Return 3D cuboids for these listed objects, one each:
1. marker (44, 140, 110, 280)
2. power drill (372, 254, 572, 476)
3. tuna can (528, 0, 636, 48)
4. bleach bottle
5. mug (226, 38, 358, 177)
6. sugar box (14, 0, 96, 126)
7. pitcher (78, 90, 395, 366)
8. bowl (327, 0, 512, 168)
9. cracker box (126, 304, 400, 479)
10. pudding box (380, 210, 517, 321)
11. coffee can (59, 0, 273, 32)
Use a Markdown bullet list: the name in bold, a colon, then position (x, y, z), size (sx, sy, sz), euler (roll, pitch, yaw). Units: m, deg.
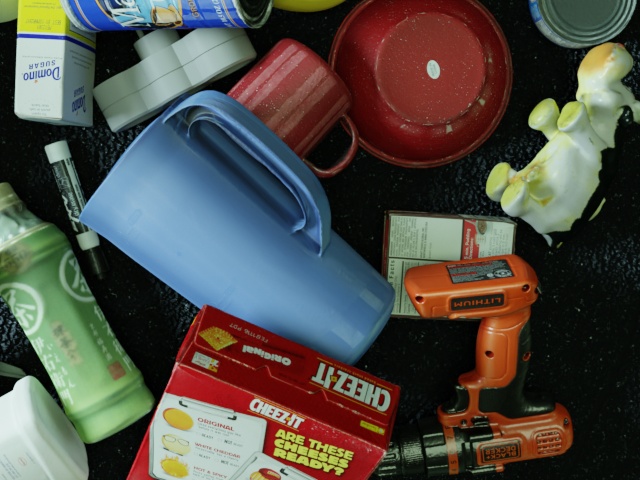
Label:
- **marker**: position (-0.204, -0.024, 0.901), size (0.020, 0.020, 0.121), euler (-18, 95, -2)
- **power drill**: position (0.115, 0.110, 0.886), size (0.184, 0.057, 0.188), euler (-9, 115, -2)
- **tuna can**: position (0.222, -0.207, 0.907), size (0.086, 0.034, 0.086), euler (0, 94, -3)
- **bleach bottle**: position (-0.324, 0.212, 0.877), size (0.251, 0.068, 0.102), euler (-27, 124, 0)
- **mug**: position (-0.019, -0.102, 0.868), size (0.117, 0.093, 0.081), euler (41, 82, 9)
- **sugar box**: position (-0.209, -0.182, 0.854), size (0.048, 0.093, 0.176), euler (6, 93, 3)
- **pitcher**: position (-0.056, 0.001, 0.847), size (0.243, 0.149, 0.145), euler (40, 86, -5)
- **bowl**: position (0.088, -0.141, 0.893), size (0.162, 0.055, 0.162), euler (0, 94, -4)
- **cracker box**: position (-0.053, 0.162, 0.838), size (0.164, 0.072, 0.214), euler (23, 134, -4)
- **pudding box**: position (0.108, 0.022, 0.912), size (0.113, 0.039, 0.090), euler (4, 95, -1)
- **coffee can**: position (-0.115, -0.210, 0.802), size (0.140, 0.102, 0.103), euler (2, 93, 17)
